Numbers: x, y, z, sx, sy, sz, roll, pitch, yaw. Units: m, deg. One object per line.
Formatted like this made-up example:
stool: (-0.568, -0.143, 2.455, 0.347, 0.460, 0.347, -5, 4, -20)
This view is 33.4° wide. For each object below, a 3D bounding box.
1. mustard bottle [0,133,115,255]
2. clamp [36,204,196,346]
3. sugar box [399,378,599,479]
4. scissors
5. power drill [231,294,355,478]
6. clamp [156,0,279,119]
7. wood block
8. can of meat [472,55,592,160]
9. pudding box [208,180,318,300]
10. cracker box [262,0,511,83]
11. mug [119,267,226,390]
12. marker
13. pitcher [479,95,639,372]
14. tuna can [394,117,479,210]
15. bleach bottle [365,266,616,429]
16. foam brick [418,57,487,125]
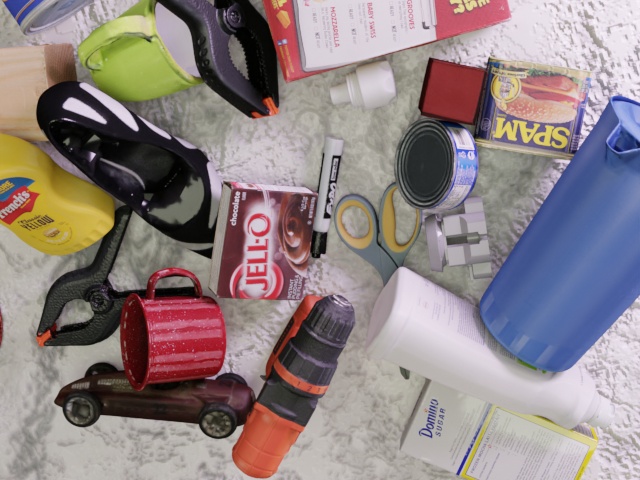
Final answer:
mustard bottle: (-0.286, -0.052, 0.997, 0.096, 0.191, 0.058, -18, 57, 24)
clamp: (-0.223, 0.044, 1.081, 0.171, 0.039, 0.120, -27, 96, 5)
sugar box: (0.177, 0.200, 1.073, 0.176, 0.048, 0.093, 24, 103, 4)
scissors: (0.054, 0.038, 1.066, 0.096, 0.016, 0.202, 8, 102, 5)
power drill: (-0.017, 0.112, 1.000, 0.057, 0.187, 0.184, 30, 104, 0)
clamp: (-0.088, -0.214, 0.992, 0.036, 0.164, 0.210, -3, 127, 44)
wood block: (-0.346, -0.138, 1.029, 0.206, 0.090, 0.090, -3, 101, 6)
can of meat: (0.198, -0.124, 0.999, 0.102, 0.057, 0.084, 10, 100, 3)
pudding box: (-0.057, 0.001, 1.040, 0.089, 0.039, 0.113, 3, 102, -24)
cracker box: (0.050, -0.251, 0.979, 0.214, 0.072, 0.164, -15, 100, 7)
mug: (-0.142, 0.084, 1.036, 0.081, 0.093, 0.117, -2, 97, -27)
marker: (0.004, -0.041, 1.052, 0.020, 0.020, 0.121, 10, 102, 3)
pitcher: (0.259, 0.001, 0.974, 0.149, 0.145, 0.243, 29, 117, -6)
tuna can: (0.109, -0.071, 1.003, 0.033, 0.086, 0.086, 1, 105, -36)
bleach bottle: (0.169, 0.120, 1.022, 0.250, 0.102, 0.068, 27, 121, -6)
foam brick: (0.122, -0.139, 0.992, 0.053, 0.078, 0.051, 11, 102, 1)
